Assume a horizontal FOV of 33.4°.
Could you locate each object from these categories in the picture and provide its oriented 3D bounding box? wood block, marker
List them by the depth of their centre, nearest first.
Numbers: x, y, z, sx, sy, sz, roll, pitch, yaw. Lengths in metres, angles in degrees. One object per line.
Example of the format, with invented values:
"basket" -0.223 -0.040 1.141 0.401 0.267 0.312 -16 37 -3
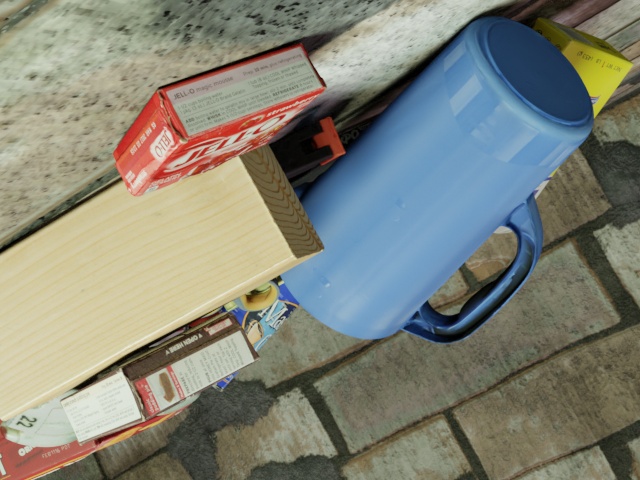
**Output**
"wood block" -0.114 0.018 0.656 0.206 0.091 0.090 -29 177 12
"marker" 0.016 -0.077 0.871 0.120 0.020 0.020 -26 176 -29

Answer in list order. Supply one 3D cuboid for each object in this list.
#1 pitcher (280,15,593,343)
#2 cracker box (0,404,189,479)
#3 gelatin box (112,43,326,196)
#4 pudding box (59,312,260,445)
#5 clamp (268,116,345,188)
"pitcher" 0.086 -0.036 0.772 0.149 0.145 0.243 10 140 -33
"cracker box" -0.243 0.180 1.050 0.164 0.072 0.213 -26 175 17
"gelatin box" -0.051 -0.059 0.531 0.089 0.030 0.073 -26 176 -33
"pudding box" -0.105 0.090 0.682 0.089 0.039 0.114 -26 177 -36
"clamp" -0.058 -0.036 0.756 0.120 0.039 0.172 -27 176 -44
